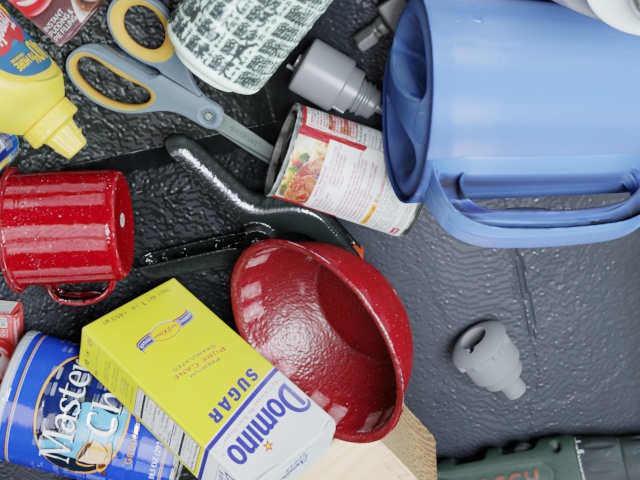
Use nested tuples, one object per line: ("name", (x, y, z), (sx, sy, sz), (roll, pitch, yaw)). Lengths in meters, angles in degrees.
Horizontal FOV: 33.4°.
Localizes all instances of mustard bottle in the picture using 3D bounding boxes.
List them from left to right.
("mustard bottle", (-0.233, -0.131, 0.725), (0.058, 0.096, 0.191), (-38, 104, 17))

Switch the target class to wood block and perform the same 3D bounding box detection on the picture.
("wood block", (-0.015, 0.205, 0.847), (0.206, 0.090, 0.090), (-37, 105, 18))

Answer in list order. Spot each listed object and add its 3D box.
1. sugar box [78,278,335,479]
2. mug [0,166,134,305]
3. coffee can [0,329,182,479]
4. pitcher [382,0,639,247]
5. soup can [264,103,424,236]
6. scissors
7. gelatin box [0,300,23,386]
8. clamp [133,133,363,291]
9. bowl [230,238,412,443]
("sugar box", (-0.083, 0.109, 0.768), (0.176, 0.093, 0.048), (36, 135, 24))
("mug", (-0.182, 0.000, 0.782), (0.081, 0.093, 0.117), (-3, 124, 1))
("coffee can", (-0.170, 0.136, 0.826), (0.140, 0.102, 0.103), (15, 113, -2))
("pitcher", (0.166, -0.079, 0.674), (0.242, 0.145, 0.149), (0, 101, -8))
("soup can", (0.020, -0.048, 0.748), (0.102, 0.068, 0.068), (17, 113, -12))
("scissors", (-0.081, -0.111, 0.765), (0.201, 0.016, 0.096), (18, 112, -3))
("gelatin box", (-0.282, 0.083, 0.852), (0.089, 0.030, 0.073), (6, 113, 3))
("clamp", (-0.055, 0.001, 0.797), (0.171, 0.039, 0.120), (24, 124, -8))
("bowl", (0.011, 0.061, 0.753), (0.162, 0.055, 0.162), (29, 135, 33))
